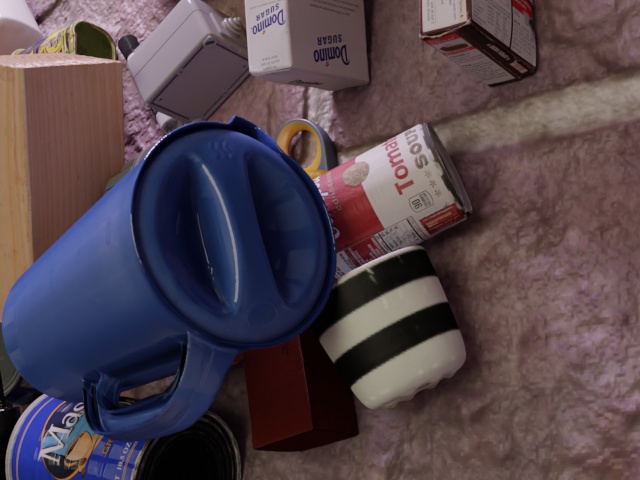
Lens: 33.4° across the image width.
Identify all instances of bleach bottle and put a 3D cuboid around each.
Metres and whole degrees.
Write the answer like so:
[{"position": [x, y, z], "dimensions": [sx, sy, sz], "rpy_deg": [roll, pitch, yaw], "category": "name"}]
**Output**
[{"position": [-0.362, -0.252, 1.099], "dimensions": [0.103, 0.068, 0.251], "rpy_deg": [-48, 50, 18], "category": "bleach bottle"}]

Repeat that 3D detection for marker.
[{"position": [-0.148, -0.136, 0.913], "dimensions": [0.020, 0.020, 0.121], "rpy_deg": [-46, 53, 20], "category": "marker"}]

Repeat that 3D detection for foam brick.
[{"position": [-0.014, 0.098, 0.713], "dimensions": [0.053, 0.051, 0.078], "rpy_deg": [-23, 64, 32], "category": "foam brick"}]

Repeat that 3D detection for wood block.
[{"position": [-0.215, -0.040, 0.845], "dimensions": [0.090, 0.090, 0.206], "rpy_deg": [16, 111, 42], "category": "wood block"}]

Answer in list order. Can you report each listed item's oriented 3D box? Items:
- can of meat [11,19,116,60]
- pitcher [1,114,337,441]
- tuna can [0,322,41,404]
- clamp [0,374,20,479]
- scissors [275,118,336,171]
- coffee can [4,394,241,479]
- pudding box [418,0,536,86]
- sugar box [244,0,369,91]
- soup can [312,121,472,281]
[{"position": [-0.230, -0.137, 0.958], "dimensions": [0.084, 0.057, 0.102], "rpy_deg": [-19, 65, 32], "category": "can of meat"}, {"position": [-0.112, 0.038, 0.671], "dimensions": [0.243, 0.149, 0.145], "rpy_deg": [-28, 92, 49], "category": "pitcher"}, {"position": [-0.270, 0.101, 0.935], "dimensions": [0.086, 0.033, 0.086], "rpy_deg": [-13, 69, 36], "category": "tuna can"}, {"position": [-0.267, 0.137, 0.864], "dimensions": [0.172, 0.039, 0.120], "rpy_deg": [112, 146, -48], "category": "clamp"}, {"position": [0.019, -0.031, 0.747], "dimensions": [0.202, 0.016, 0.096], "rpy_deg": [16, 88, 41], "category": "scissors"}, {"position": [-0.142, 0.163, 0.764], "dimensions": [0.141, 0.102, 0.103], "rpy_deg": [1, 78, 40], "category": "coffee can"}, {"position": [0.098, -0.166, 0.672], "dimensions": [0.039, 0.089, 0.113], "rpy_deg": [-13, 69, 36], "category": "pudding box"}, {"position": [-0.013, -0.198, 0.747], "dimensions": [0.048, 0.093, 0.176], "rpy_deg": [-3, 88, 38], "category": "sugar box"}, {"position": [0.037, -0.023, 0.680], "dimensions": [0.102, 0.068, 0.068], "rpy_deg": [-27, 60, 14], "category": "soup can"}]
